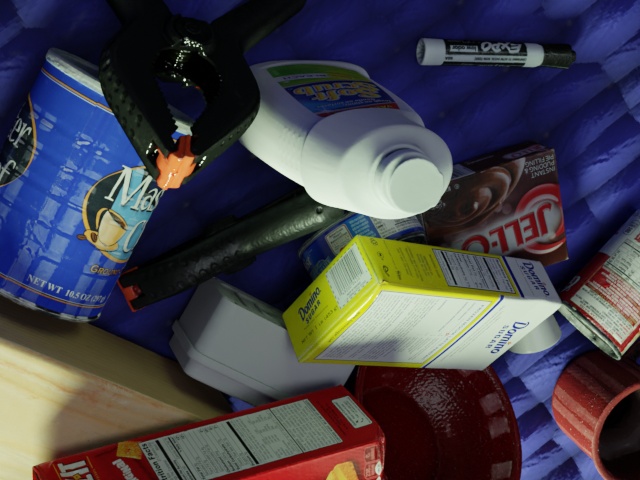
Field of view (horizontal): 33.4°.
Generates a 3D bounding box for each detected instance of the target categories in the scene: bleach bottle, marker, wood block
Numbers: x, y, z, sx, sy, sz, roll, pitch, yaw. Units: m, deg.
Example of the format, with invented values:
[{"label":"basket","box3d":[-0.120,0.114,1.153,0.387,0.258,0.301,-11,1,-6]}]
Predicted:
[{"label":"bleach bottle","box3d":[0.020,-0.060,0.631,0.102,0.251,0.068,-1,106,-16]},{"label":"marker","box3d":[0.128,-0.134,0.767,0.121,0.020,0.020,-1,106,-16]},{"label":"wood block","box3d":[-0.160,0.110,0.691,0.205,0.091,0.090,30,96,-36]}]

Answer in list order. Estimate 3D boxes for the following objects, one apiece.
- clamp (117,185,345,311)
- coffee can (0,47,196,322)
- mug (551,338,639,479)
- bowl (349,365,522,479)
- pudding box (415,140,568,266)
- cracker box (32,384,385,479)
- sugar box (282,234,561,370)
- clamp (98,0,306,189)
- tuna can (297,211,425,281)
[{"label":"clamp","box3d":[-0.055,0.001,0.704,0.171,0.120,0.039,-29,91,-4]},{"label":"coffee can","box3d":[-0.153,-0.034,0.668,0.102,0.103,0.140,26,97,-22]},{"label":"mug","box3d":[0.242,0.126,0.843,0.093,0.081,0.117,25,97,-21]},{"label":"bowl","box3d":[0.073,0.141,0.786,0.162,0.162,0.055,33,138,-22]},{"label":"pudding box","box3d":[0.123,-0.015,0.790,0.113,0.039,0.090,-17,111,-11]},{"label":"cracker box","box3d":[-0.066,0.199,0.682,0.213,0.072,0.164,-11,120,-27]},{"label":"sugar box","box3d":[0.072,0.046,0.729,0.175,0.048,0.093,6,140,-40]},{"label":"clamp","box3d":[-0.091,-0.119,0.631,0.164,0.210,0.036,19,136,-14]},{"label":"tuna can","box3d":[0.029,0.004,0.741,0.086,0.086,0.034,-28,77,-7]}]
